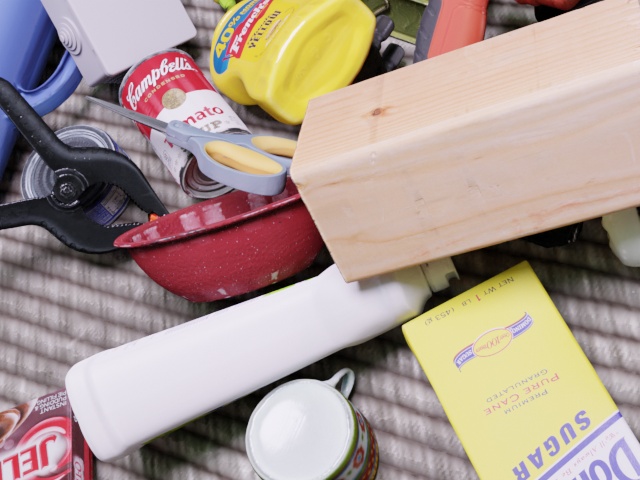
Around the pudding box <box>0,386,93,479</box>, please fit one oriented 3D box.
[{"bbox_3d":[-0.211,0.161,0.728,0.113,0.039,0.090,-23,42,8],"label":"pudding box"}]

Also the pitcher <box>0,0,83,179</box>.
[{"bbox_3d":[-0.280,-0.142,0.868,0.149,0.144,0.243,-16,57,52],"label":"pitcher"}]

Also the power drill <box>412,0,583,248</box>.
[{"bbox_3d":[0.114,-0.105,0.715,0.185,0.057,0.188,24,97,19],"label":"power drill"}]

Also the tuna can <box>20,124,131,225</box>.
[{"bbox_3d":[-0.191,-0.048,0.841,0.086,0.033,0.086,-8,62,15],"label":"tuna can"}]

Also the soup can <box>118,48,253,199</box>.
[{"bbox_3d":[-0.100,-0.088,0.810,0.068,0.068,0.102,-37,59,-2],"label":"soup can"}]

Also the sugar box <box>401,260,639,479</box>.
[{"bbox_3d":[0.129,0.108,0.643,0.093,0.048,0.176,-29,58,3],"label":"sugar box"}]

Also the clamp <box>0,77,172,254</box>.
[{"bbox_3d":[-0.189,-0.048,0.781,0.171,0.039,0.120,11,97,-16],"label":"clamp"}]

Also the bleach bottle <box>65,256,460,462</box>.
[{"bbox_3d":[-0.031,0.062,0.691,0.251,0.102,0.068,-23,90,6],"label":"bleach bottle"}]

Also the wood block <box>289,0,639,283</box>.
[{"bbox_3d":[0.098,-0.058,0.627,0.206,0.090,0.090,-15,33,20],"label":"wood block"}]

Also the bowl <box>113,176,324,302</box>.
[{"bbox_3d":[-0.055,0.001,0.725,0.162,0.162,0.055,-15,99,12],"label":"bowl"}]

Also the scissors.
[{"bbox_3d":[-0.076,-0.073,0.739,0.202,0.096,0.016,33,122,45],"label":"scissors"}]

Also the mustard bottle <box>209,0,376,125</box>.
[{"bbox_3d":[-0.035,-0.143,0.785,0.096,0.058,0.192,-55,27,-2],"label":"mustard bottle"}]
